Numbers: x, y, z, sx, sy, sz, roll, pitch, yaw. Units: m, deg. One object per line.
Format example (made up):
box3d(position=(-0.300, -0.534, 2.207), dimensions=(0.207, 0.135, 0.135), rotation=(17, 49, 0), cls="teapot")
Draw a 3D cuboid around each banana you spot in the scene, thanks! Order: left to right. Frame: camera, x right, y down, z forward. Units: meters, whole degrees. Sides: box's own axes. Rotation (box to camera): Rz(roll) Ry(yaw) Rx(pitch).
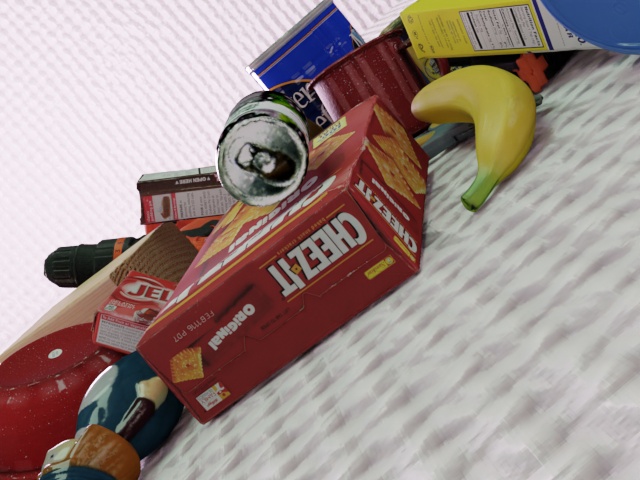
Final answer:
box3d(position=(0.095, -0.079, 0.662), dimensions=(0.070, 0.037, 0.198), rotation=(-33, 19, 10), cls="banana")

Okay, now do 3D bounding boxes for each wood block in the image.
box3d(position=(-0.180, 0.077, 0.926), dimensions=(0.207, 0.091, 0.090), rotation=(-32, 12, 43), cls="wood block")

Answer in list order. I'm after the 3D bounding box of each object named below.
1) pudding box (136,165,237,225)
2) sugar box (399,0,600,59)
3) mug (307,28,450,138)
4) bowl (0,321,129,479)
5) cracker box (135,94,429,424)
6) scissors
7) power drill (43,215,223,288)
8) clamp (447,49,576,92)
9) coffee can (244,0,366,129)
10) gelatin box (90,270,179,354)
box3d(position=(-0.105, -0.040, 0.884), dimensions=(0.090, 0.039, 0.113), rotation=(-8, 6, -5), cls="pudding box")
box3d(position=(0.145, -0.164, 0.721), dimensions=(0.093, 0.048, 0.177), rotation=(-39, 23, -26), cls="sugar box")
box3d(position=(0.057, -0.121, 0.879), dimensions=(0.117, 0.081, 0.093), rotation=(-31, -1, 32), cls="mug")
box3d(position=(-0.180, 0.103, 0.757), dimensions=(0.162, 0.055, 0.162), rotation=(-18, 18, 6), cls="bowl")
box3d(position=(-0.015, 0.001, 0.685), dimensions=(0.164, 0.072, 0.213), rotation=(-38, 11, 19), cls="cracker box")
box3d(position=(0.115, -0.092, 0.765), dimensions=(0.096, 0.016, 0.202), rotation=(-47, 11, -31), cls="scissors")
box3d(position=(-0.162, 0.006, 1.061), dimensions=(0.184, 0.057, 0.187), rotation=(-1, 16, 6), cls="power drill")
box3d(position=(0.151, -0.153, 0.813), dimensions=(0.165, 0.036, 0.209), rotation=(-27, 18, 27), cls="clamp")
box3d(position=(0.014, -0.138, 0.984), dimensions=(0.103, 0.140, 0.103), rotation=(-40, 10, 8), cls="coffee can")
box3d(position=(-0.106, 0.056, 0.746), dimensions=(0.073, 0.089, 0.030), rotation=(-63, -11, -67), cls="gelatin box")
